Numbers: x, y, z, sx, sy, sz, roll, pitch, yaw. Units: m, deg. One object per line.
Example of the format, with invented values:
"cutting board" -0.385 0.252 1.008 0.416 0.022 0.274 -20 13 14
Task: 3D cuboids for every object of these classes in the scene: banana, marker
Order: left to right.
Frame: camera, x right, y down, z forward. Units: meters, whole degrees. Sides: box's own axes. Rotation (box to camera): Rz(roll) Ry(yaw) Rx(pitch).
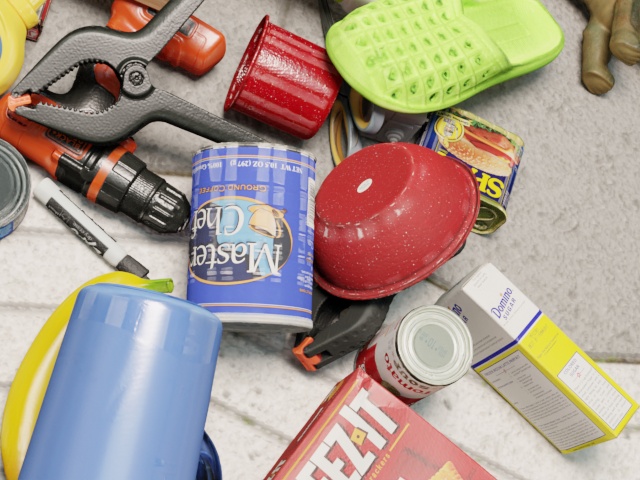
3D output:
"banana" -0.196 0.093 0.824 0.070 0.037 0.197 20 65 32
"marker" -0.188 -0.005 0.883 0.121 0.020 0.020 42 64 1

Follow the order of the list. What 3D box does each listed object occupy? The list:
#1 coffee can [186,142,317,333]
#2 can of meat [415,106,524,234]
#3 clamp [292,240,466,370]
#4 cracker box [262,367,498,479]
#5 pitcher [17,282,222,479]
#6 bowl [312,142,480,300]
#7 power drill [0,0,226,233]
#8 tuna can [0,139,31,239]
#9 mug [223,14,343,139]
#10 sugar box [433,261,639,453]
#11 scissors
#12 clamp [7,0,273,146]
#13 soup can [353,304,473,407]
"coffee can" -0.056 0.001 0.861 0.102 0.103 0.140 4 80 -16
"can of meat" 0.132 -0.067 0.985 0.102 0.058 0.084 25 63 -7
"clamp" 0.045 0.038 0.896 0.039 0.120 0.171 47 63 -34
"cracker box" 0.059 0.231 0.841 0.213 0.072 0.164 39 64 1
"pitcher" -0.139 0.161 0.756 0.145 0.149 0.243 12 78 2
"bowl" 0.048 -0.030 0.887 0.055 0.162 0.162 52 57 -37
"power drill" -0.157 -0.115 0.912 0.184 0.057 0.187 32 64 -4
"tuna can" -0.278 -0.041 0.860 0.086 0.034 0.086 6 69 -15
"mug" -0.030 -0.147 0.955 0.081 0.093 0.117 23 29 -13
"sugar box" 0.177 0.102 0.914 0.176 0.093 0.048 46 64 3
"scissors" 0.026 -0.162 0.971 0.016 0.096 0.202 4 72 -27
"clamp" -0.142 -0.121 0.858 0.209 0.036 0.164 -21 99 -12
"soup can" 0.076 0.098 0.879 0.068 0.102 0.068 6 69 -16
